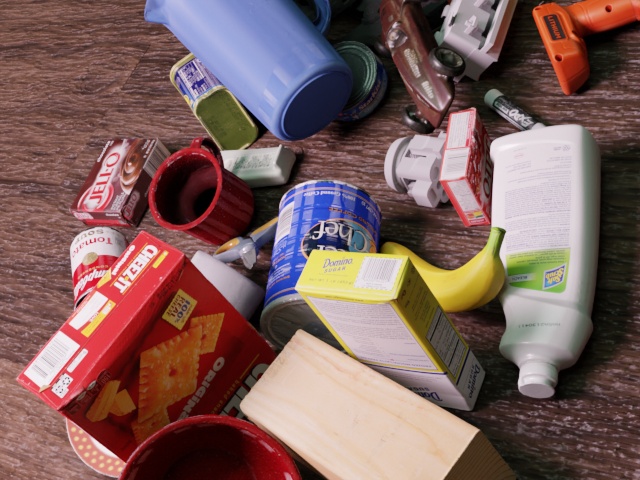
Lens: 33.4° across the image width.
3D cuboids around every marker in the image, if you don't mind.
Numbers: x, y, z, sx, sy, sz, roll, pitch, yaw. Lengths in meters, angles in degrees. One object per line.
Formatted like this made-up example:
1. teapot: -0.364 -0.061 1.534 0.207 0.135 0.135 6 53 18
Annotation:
1. marker: 0.205 -0.118 1.064 0.020 0.020 0.121 -39 43 -2

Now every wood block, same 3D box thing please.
1. wood block: 0.043 0.165 0.878 0.206 0.090 0.090 25 71 43

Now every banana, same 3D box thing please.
1. banana: 0.110 0.030 0.956 0.198 0.037 0.069 -9 74 62

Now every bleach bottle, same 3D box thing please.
1. bleach bottle: 0.189 0.018 0.930 0.103 0.068 0.250 -10 52 31

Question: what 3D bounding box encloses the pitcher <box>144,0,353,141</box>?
1. pitcher: -0.065 -0.228 1.180 0.149 0.144 0.243 -50 62 18

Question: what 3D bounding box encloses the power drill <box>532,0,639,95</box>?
1. power drill: 0.315 -0.213 1.048 0.188 0.057 0.184 -21 42 12

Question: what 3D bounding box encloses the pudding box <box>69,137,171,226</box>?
1. pudding box: -0.243 -0.071 1.299 0.090 0.039 0.113 3 56 35

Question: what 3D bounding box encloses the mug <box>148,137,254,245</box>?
1. mug: -0.125 -0.055 1.160 0.093 0.081 0.117 -11 68 25

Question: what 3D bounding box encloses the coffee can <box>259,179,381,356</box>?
1. coffee can: 0.003 0.027 1.011 0.103 0.102 0.140 -12 48 24

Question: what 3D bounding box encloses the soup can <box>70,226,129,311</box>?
1. soup can: -0.241 0.041 1.184 0.068 0.068 0.102 -28 43 9

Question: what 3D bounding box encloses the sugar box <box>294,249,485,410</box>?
1. sugar box: 0.062 0.075 0.879 0.093 0.176 0.048 5 59 35

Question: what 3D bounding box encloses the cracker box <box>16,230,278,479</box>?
1. cracker box: -0.134 0.121 0.941 0.072 0.213 0.164 25 71 42

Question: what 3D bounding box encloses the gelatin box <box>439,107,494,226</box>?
1. gelatin box: 0.145 -0.070 1.024 0.030 0.073 0.089 -7 50 27

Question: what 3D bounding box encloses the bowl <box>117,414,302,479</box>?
1. bowl: -0.094 0.224 0.904 0.162 0.162 0.055 -42 5 -5

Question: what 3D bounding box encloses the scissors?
1. scissors: -0.057 0.001 1.068 0.096 0.016 0.202 -32 10 -16

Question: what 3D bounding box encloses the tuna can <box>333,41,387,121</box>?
1. tuna can: 0.032 -0.178 1.198 0.086 0.033 0.086 -10 69 28

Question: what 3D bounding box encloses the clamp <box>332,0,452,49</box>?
1. clamp: 0.060 -0.248 1.255 0.210 0.036 0.164 -1 55 37

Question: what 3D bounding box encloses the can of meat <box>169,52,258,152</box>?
1. can of meat: -0.122 -0.160 1.253 0.057 0.102 0.084 -35 45 1
